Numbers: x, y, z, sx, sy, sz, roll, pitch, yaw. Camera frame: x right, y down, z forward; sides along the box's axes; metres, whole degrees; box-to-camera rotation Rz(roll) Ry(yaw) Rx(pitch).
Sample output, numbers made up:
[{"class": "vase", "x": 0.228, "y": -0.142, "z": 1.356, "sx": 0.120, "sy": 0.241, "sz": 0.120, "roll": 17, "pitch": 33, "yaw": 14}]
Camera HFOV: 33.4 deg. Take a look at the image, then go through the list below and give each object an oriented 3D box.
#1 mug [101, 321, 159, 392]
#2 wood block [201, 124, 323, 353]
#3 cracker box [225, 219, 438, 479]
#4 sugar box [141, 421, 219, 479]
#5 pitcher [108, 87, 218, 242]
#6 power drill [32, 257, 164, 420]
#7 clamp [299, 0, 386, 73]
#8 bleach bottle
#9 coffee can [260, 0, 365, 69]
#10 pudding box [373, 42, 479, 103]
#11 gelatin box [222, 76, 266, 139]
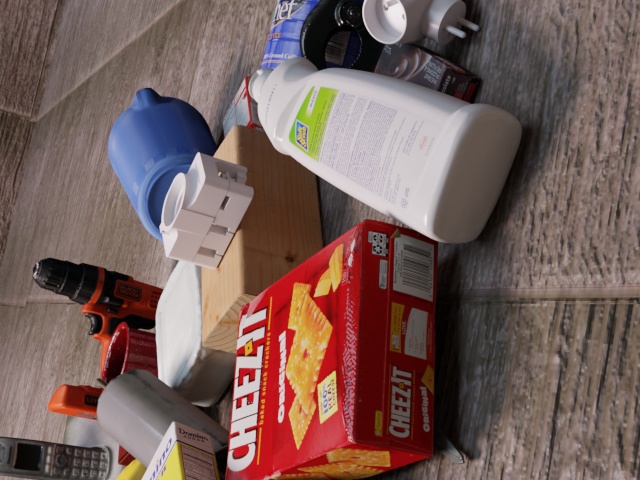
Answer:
[{"class": "mug", "x": -0.210, "y": 0.162, "z": 1.271, "sx": 0.093, "sy": 0.081, "sz": 0.117, "roll": 40, "pitch": 112, "yaw": 64}, {"class": "wood block", "x": -0.057, "y": 0.001, "z": 1.017, "sx": 0.090, "sy": 0.090, "sz": 0.206, "roll": -52, "pitch": 32, "yaw": 42}, {"class": "cracker box", "x": 0.002, "y": 0.098, "z": 0.806, "sx": 0.214, "sy": 0.072, "sz": 0.164, "roll": -36, "pitch": 44, "yaw": 54}, {"class": "sugar box", "x": -0.118, "y": 0.226, "z": 0.868, "sx": 0.093, "sy": 0.048, "sz": 0.176, "roll": -62, "pitch": 19, "yaw": 7}, {"class": "pitcher", "x": -0.171, "y": -0.071, "z": 1.260, "sx": 0.145, "sy": 0.149, "sz": 0.243, "roll": -58, "pitch": 23, "yaw": 10}, {"class": "power drill", "x": -0.282, "y": 0.124, "z": 1.323, "sx": 0.057, "sy": 0.184, "sz": 0.187, "roll": -21, "pitch": 56, "yaw": 55}, {"class": "clamp", "x": 0.040, "y": -0.194, "z": 0.909, "sx": 0.039, "sy": 0.120, "sz": 0.171, "roll": -7, "pitch": -73, "yaw": -78}, {"class": "bleach bottle", "x": 0.030, "y": -0.089, "z": 0.807, "sx": 0.251, "sy": 0.067, "sz": 0.103, "roll": 33, "pitch": 109, "yaw": 44}, {"class": "coffee can", "x": 0.008, "y": -0.205, "z": 0.981, "sx": 0.103, "sy": 0.102, "sz": 0.140, "roll": 8, "pitch": 84, "yaw": 66}, {"class": "pudding box", "x": 0.074, "y": -0.109, "z": 0.857, "sx": 0.090, "sy": 0.039, "sz": 0.113, "roll": -68, "pitch": 25, "yaw": 16}, {"class": "gelatin box", "x": -0.084, "y": -0.135, "z": 1.236, "sx": 0.073, "sy": 0.030, "sz": 0.089, "roll": -57, "pitch": 30, "yaw": 38}]
